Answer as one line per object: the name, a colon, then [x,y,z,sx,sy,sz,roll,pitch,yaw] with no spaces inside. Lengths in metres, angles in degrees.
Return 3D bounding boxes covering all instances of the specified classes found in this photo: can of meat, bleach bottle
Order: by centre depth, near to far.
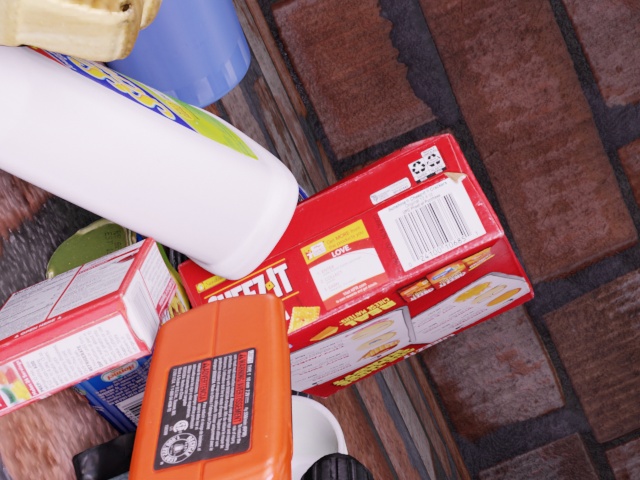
bleach bottle: [-0.118,-0.055,0.461,0.103,0.068,0.250,39,8,35]
can of meat: [-0.095,0.049,0.546,0.084,0.057,0.102,57,10,-43]

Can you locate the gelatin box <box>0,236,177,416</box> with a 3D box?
gelatin box: [-0.103,0.035,0.452,0.089,0.073,0.030,-93,159,-75]

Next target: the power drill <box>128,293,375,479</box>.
power drill: [-0.010,0.115,0.438,0.184,0.057,0.187,-93,164,-55]

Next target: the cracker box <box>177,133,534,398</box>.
cracker box: [0.033,0.025,0.641,0.072,0.164,0.213,66,9,17]
